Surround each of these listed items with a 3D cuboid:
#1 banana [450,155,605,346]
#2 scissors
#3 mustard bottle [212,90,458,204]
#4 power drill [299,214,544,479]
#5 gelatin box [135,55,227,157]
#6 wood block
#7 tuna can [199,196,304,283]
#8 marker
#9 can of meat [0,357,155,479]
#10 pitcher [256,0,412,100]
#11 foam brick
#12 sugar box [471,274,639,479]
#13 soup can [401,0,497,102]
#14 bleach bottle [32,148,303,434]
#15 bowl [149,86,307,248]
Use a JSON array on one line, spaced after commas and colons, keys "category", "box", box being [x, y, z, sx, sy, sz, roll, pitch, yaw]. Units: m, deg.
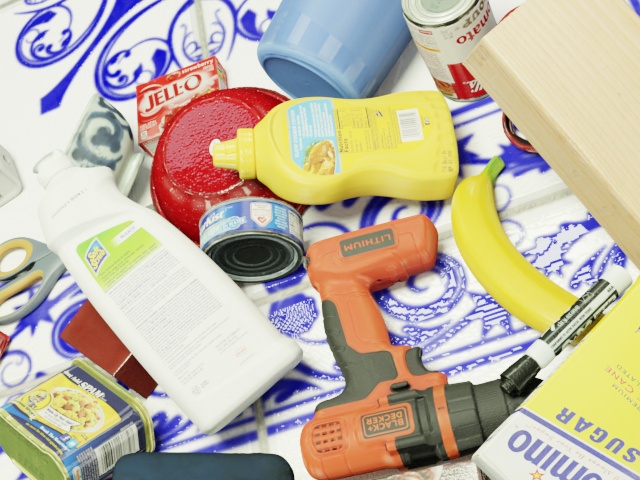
[{"category": "banana", "box": [0.147, 0.013, 0.797, 0.069, 0.037, 0.198, -30, 54, 5]}, {"category": "scissors", "box": [-0.237, 0.000, 0.995, 0.201, 0.016, 0.096, -39, 53, -2]}, {"category": "mustard bottle", "box": [0.010, -0.073, 0.857, 0.191, 0.058, 0.096, -3, 56, -4]}, {"category": "power drill", "box": [0.066, 0.074, 0.785, 0.184, 0.057, 0.187, -14, 55, 8]}, {"category": "gelatin box", "box": [-0.131, -0.127, 1.013, 0.089, 0.030, 0.073, -18, 56, 14]}, {"category": "wood block", "box": [0.203, -0.080, 0.731, 0.091, 0.090, 0.206, -41, 89, -2]}, {"category": "tuna can", "box": [-0.056, 0.001, 0.868, 0.086, 0.086, 0.034, -14, 58, 17]}, {"category": "marker", "box": [0.166, 0.062, 0.727, 0.121, 0.020, 0.020, -41, 53, -15]}, {"category": "can of meat", "box": [-0.195, 0.149, 0.839, 0.102, 0.057, 0.083, 27, 42, 34]}, {"category": "pitcher", "box": [0.040, -0.235, 0.947, 0.145, 0.149, 0.242, 28, 78, 9]}, {"category": "foam brick", "box": [-0.166, 0.086, 0.889, 0.078, 0.053, 0.051, 27, 75, 35]}, {"category": "sugar box", "box": [0.191, 0.109, 0.692, 0.093, 0.048, 0.176, 43, 79, 11]}, {"category": "soup can", "box": [0.113, -0.172, 0.882, 0.069, 0.102, 0.068, -11, 57, 18]}, {"category": "bleach bottle", "box": [-0.130, 0.025, 0.830, 0.102, 0.068, 0.251, -39, 81, -9]}, {"category": "bowl", "box": [-0.084, -0.071, 0.923, 0.162, 0.055, 0.162, -5, 71, 15]}]
